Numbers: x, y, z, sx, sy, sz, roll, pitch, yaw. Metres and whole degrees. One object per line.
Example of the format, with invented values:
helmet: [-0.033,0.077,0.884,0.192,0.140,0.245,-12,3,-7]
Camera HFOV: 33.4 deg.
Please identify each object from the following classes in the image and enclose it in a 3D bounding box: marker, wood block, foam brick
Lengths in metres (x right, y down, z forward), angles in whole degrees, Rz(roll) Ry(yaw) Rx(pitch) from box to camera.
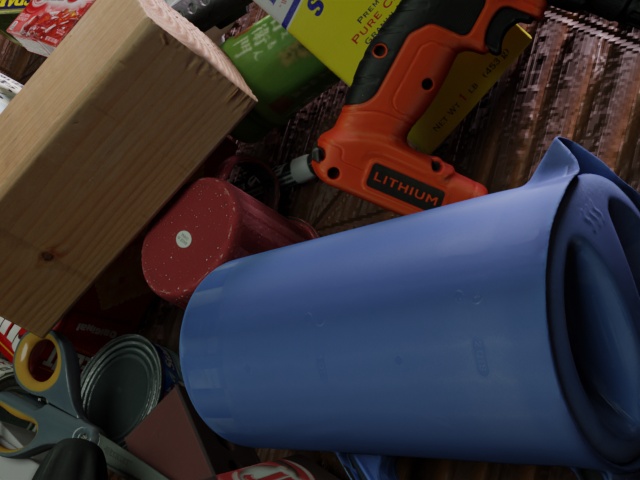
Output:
marker: [-0.030,-0.041,0.721,0.121,0.020,0.020,-19,56,33]
wood block: [-0.149,-0.052,0.669,0.206,0.090,0.090,-46,36,11]
foam brick: [-0.073,0.136,0.638,0.051,0.052,0.078,-45,47,12]

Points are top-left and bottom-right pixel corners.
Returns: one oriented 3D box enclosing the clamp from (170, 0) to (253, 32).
clamp: [-0.063,-0.175,0.748,0.210,0.036,0.164,-28,16,18]

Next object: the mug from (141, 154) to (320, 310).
mug: [-0.054,0.001,0.675,0.093,0.081,0.117,-1,67,40]

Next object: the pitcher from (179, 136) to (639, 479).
pitcher: [0.046,0.059,0.534,0.243,0.145,0.149,-11,37,41]

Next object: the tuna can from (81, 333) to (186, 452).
tuna can: [-0.126,0.108,0.711,0.086,0.033,0.086,-20,56,32]

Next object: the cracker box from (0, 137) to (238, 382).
cracker box: [-0.178,-0.014,0.796,0.164,0.072,0.213,29,88,46]

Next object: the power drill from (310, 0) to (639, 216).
power drill: [0.088,-0.097,0.582,0.057,0.184,0.188,-67,-1,-85]

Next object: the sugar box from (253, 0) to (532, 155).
sugar box: [0.027,-0.142,0.627,0.093,0.176,0.048,-49,8,8]

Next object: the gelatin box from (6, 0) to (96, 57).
gelatin box: [-0.198,-0.179,0.840,0.089,0.030,0.073,24,74,45]

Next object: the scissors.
scissors: [-0.143,0.104,0.660,0.202,0.016,0.096,0,70,36]
